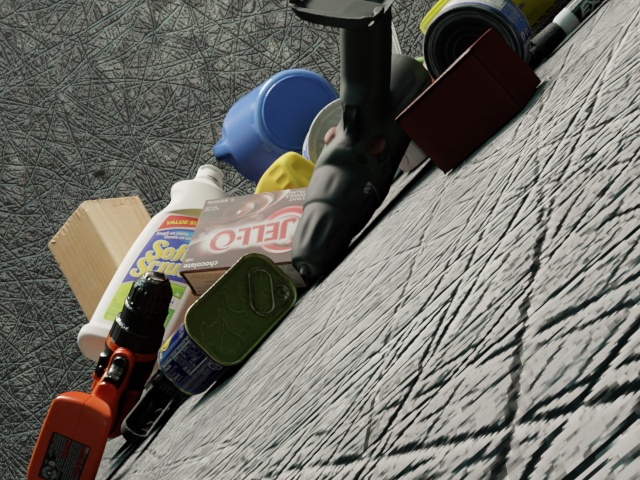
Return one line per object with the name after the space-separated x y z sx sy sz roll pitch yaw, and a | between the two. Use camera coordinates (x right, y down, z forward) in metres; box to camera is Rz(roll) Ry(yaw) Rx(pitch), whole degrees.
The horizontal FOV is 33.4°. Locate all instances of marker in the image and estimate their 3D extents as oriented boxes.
0.207 -0.185 0.818 0.121 0.020 0.020 -45 3 4 | marker

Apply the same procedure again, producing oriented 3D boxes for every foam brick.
0.100 -0.094 0.719 0.078 0.051 0.052 -42 3 39 | foam brick

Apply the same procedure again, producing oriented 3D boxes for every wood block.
-0.216 0.060 1.230 0.091 0.206 0.090 -43 -19 33 | wood block

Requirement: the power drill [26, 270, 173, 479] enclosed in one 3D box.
-0.192 0.134 0.968 0.187 0.057 0.185 -65 -4 -68 | power drill

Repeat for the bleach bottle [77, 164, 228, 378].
-0.167 0.021 1.157 0.068 0.102 0.250 105 -177 -60 | bleach bottle

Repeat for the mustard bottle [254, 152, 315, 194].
-0.057 0.002 1.100 0.192 0.096 0.058 -44 3 35 | mustard bottle

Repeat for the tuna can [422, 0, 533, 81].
0.127 -0.157 0.869 0.086 0.086 0.033 -42 5 39 | tuna can

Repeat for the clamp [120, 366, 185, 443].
-0.145 0.140 0.972 0.120 0.039 0.172 -49 -3 -23 | clamp

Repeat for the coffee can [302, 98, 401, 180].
0.034 -0.097 1.150 0.103 0.103 0.140 -45 3 -2 | coffee can

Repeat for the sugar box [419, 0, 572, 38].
0.173 -0.212 0.948 0.175 0.048 0.093 -17 -19 -47 | sugar box

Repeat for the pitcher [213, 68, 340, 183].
-0.039 -0.150 1.371 0.149 0.145 0.243 -63 10 -7 | pitcher

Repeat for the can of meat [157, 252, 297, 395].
-0.077 0.069 0.856 0.102 0.057 0.084 -46 0 -37 | can of meat

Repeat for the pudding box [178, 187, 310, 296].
-0.056 0.001 0.924 0.114 0.039 0.090 -8 43 23 | pudding box
